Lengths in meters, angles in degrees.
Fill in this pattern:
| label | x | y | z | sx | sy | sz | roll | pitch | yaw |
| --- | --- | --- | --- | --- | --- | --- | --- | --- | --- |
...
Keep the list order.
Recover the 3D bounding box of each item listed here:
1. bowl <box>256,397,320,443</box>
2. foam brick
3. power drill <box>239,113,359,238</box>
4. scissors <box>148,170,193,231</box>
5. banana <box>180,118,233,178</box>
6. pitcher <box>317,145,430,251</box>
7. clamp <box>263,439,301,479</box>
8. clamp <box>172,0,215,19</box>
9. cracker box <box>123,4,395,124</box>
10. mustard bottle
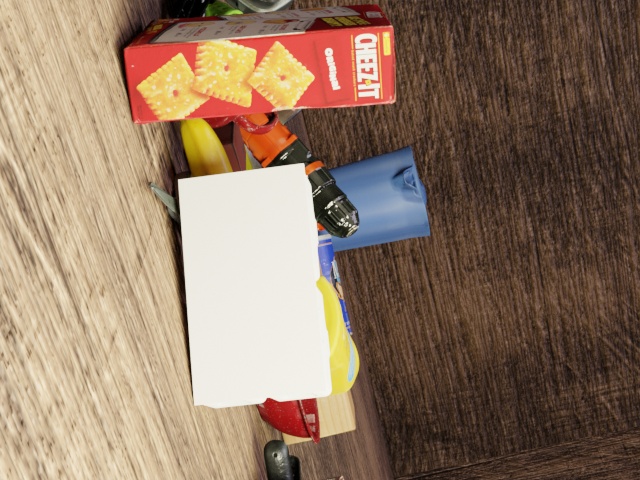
| label | x | y | z | sx | sy | sz | roll | pitch | yaw |
| --- | --- | --- | --- | --- | --- | --- | --- | --- | --- |
| bowl | -0.044 | 0.150 | 1.183 | 0.162 | 0.055 | 0.162 | -13 | 90 | -86 |
| foam brick | -0.106 | -0.090 | 1.093 | 0.078 | 0.051 | 0.053 | -96 | 173 | -58 |
| power drill | -0.015 | -0.065 | 1.213 | 0.184 | 0.057 | 0.187 | 50 | -1 | 12 |
| scissors | -0.125 | -0.042 | 0.929 | 0.201 | 0.016 | 0.096 | 71 | 6 | -65 |
| banana | -0.092 | -0.039 | 1.007 | 0.069 | 0.037 | 0.198 | -102 | 177 | -60 |
| pitcher | 0.033 | -0.044 | 1.550 | 0.145 | 0.243 | 0.149 | -96 | 173 | -57 |
| clamp | -0.029 | 0.287 | 1.076 | 0.120 | 0.039 | 0.171 | 43 | 40 | -75 |
| clamp | -0.127 | -0.266 | 1.142 | 0.036 | 0.164 | 0.210 | 35 | -3 | -17 |
| cracker box | -0.049 | -0.154 | 0.917 | 0.164 | 0.213 | 0.072 | -93 | 179 | -71 |
| mustard bottle | 0.008 | 0.118 | 1.176 | 0.191 | 0.058 | 0.096 | 69 | 11 | -63 |
